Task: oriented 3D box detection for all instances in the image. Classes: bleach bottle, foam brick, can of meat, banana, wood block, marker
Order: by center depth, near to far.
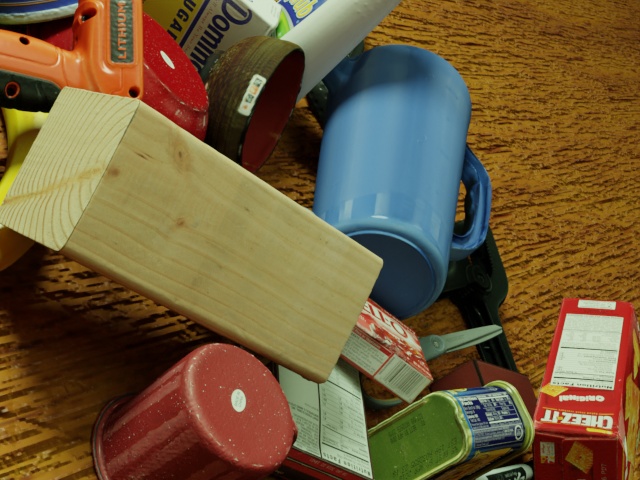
[{"bbox_3d":[-0.072,0.001,0.637,0.205,0.090,0.091,32,-9,-40],"label":"wood block"},{"bbox_3d":[-0.192,-0.047,0.665,0.069,0.037,0.198,7,47,-22],"label":"banana"},{"bbox_3d":[0.089,0.146,0.775,0.083,0.102,0.057,4,56,-49],"label":"can of meat"},{"bbox_3d":[0.155,0.197,0.888,0.120,0.020,0.020,4,55,-51],"label":"marker"},{"bbox_3d":[0.019,-0.202,0.889,0.068,0.251,0.102,35,35,-27],"label":"bleach bottle"},{"bbox_3d":[0.141,0.139,0.897,0.078,0.053,0.051,22,42,-42],"label":"foam brick"}]

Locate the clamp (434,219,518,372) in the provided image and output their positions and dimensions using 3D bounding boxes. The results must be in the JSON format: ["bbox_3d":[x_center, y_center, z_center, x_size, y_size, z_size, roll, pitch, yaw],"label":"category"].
[{"bbox_3d":[0.131,0.042,1.001,0.164,0.036,0.210,38,37,-25],"label":"clamp"}]

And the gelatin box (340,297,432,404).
[{"bbox_3d":[0.036,0.069,0.780,0.089,0.030,0.073,37,15,-19],"label":"gelatin box"}]

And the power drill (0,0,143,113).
[{"bbox_3d":[-0.202,-0.140,0.633,0.187,0.057,0.184,2,80,-27],"label":"power drill"}]

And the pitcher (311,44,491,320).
[{"bbox_3d":[0.065,-0.043,0.892,0.242,0.149,0.145,-78,163,-49],"label":"pitcher"}]

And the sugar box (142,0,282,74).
[{"bbox_3d":[-0.126,-0.206,0.855,0.176,0.093,0.048,39,34,-21],"label":"sugar box"}]

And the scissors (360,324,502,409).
[{"bbox_3d":[0.077,0.076,0.884,0.096,0.016,0.201,51,39,9],"label":"scissors"}]

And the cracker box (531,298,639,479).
[{"bbox_3d":[0.225,0.168,0.888,0.213,0.072,0.164,-54,141,-59],"label":"cracker box"}]

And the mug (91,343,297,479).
[{"bbox_3d":[-0.062,0.115,0.622,0.117,0.082,0.093,20,44,-42],"label":"mug"}]

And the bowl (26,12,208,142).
[{"bbox_3d":[-0.129,-0.113,0.758,0.162,0.055,0.162,48,18,-21],"label":"bowl"}]

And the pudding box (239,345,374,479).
[{"bbox_3d":[-0.010,0.113,0.736,0.090,0.039,0.113,32,38,-35],"label":"pudding box"}]
